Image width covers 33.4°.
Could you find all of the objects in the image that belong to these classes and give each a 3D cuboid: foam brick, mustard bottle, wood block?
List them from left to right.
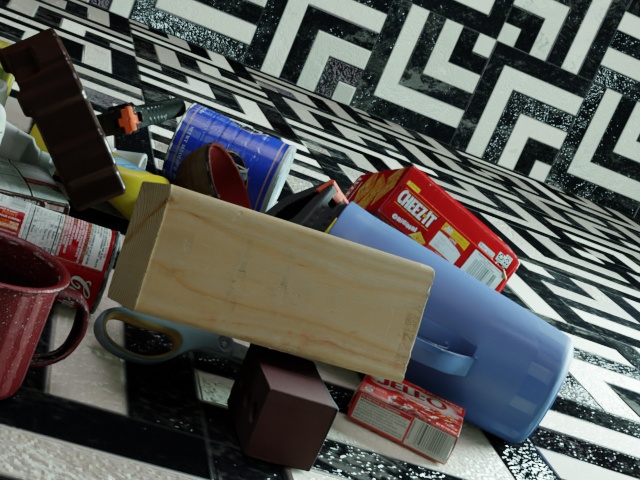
[{"bbox_3d":[-0.215,-0.063,1.120,0.192,0.058,0.096,29,0,24],"label":"mustard bottle"},{"bbox_3d":[-0.035,0.030,0.772,0.205,0.090,0.091,18,-2,-22],"label":"wood block"},{"bbox_3d":[-0.028,0.116,0.745,0.051,0.053,0.078,19,13,-19],"label":"foam brick"}]

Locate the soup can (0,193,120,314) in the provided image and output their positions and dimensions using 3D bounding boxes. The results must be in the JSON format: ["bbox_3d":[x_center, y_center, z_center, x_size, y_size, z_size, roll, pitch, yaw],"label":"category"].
[{"bbox_3d":[-0.213,0.009,0.817,0.102,0.068,0.068,19,14,-16],"label":"soup can"}]

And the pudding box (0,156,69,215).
[{"bbox_3d":[-0.286,-0.044,0.974,0.089,0.039,0.114,13,15,-32],"label":"pudding box"}]

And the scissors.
[{"bbox_3d":[-0.086,0.063,0.832,0.201,0.016,0.096,10,62,-40],"label":"scissors"}]

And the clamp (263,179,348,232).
[{"bbox_3d":[-0.056,0.001,0.977,0.120,0.171,0.039,37,-20,56],"label":"clamp"}]

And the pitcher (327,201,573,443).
[{"bbox_3d":[0.093,0.079,0.941,0.243,0.145,0.149,29,54,6],"label":"pitcher"}]

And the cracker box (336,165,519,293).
[{"bbox_3d":[0.115,-0.007,1.224,0.164,0.072,0.214,40,-7,-10],"label":"cracker box"}]

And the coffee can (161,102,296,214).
[{"bbox_3d":[-0.114,-0.099,1.344,0.140,0.103,0.102,24,13,2],"label":"coffee can"}]

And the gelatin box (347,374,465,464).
[{"bbox_3d":[0.071,0.139,0.869,0.089,0.030,0.073,25,13,8],"label":"gelatin box"}]

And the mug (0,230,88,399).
[{"bbox_3d":[-0.200,0.047,0.656,0.117,0.081,0.093,14,16,-35],"label":"mug"}]

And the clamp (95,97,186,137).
[{"bbox_3d":[-0.219,-0.142,1.238,0.164,0.036,0.210,-16,10,-18],"label":"clamp"}]
